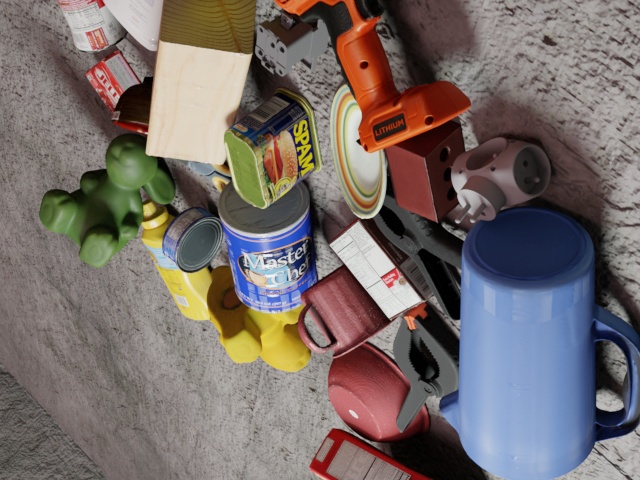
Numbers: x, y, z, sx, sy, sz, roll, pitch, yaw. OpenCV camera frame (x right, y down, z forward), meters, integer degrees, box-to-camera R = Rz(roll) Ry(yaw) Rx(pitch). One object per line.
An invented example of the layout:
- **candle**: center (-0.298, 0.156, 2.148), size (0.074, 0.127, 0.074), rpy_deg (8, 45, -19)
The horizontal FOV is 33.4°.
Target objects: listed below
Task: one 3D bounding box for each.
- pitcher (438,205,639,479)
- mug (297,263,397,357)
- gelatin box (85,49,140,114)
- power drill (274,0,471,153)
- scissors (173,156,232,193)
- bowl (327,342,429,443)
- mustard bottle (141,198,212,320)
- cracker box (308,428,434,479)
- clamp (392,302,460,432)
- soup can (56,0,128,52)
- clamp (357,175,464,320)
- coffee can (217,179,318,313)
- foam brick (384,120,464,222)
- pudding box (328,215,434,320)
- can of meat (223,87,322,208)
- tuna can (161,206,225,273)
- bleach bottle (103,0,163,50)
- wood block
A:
- **pitcher**: center (0.195, 0.092, 0.949), size (0.145, 0.149, 0.243), rpy_deg (47, 155, 44)
- **mug**: center (0.022, 0.079, 1.198), size (0.081, 0.117, 0.093), rpy_deg (56, 151, 0)
- **gelatin box**: center (-0.258, -0.193, 1.374), size (0.089, 0.030, 0.073), rpy_deg (56, 153, -12)
- **power drill**: center (0.049, -0.176, 0.869), size (0.185, 0.057, 0.187), rpy_deg (-19, 97, 57)
- **scissors**: center (-0.153, -0.107, 1.339), size (0.202, 0.016, 0.096), rpy_deg (35, 148, 28)
- **bowl**: center (0.061, 0.204, 1.359), size (0.162, 0.055, 0.162), rpy_deg (38, 151, 25)
- **mustard bottle**: center (-0.209, 0.024, 1.542), size (0.096, 0.058, 0.191), rpy_deg (13, 136, 52)
- **cracker box**: center (0.114, 0.328, 1.361), size (0.214, 0.072, 0.164), rpy_deg (19, 165, 45)
- **clamp**: center (0.126, 0.161, 1.214), size (0.165, 0.036, 0.210), rpy_deg (2, 125, 45)
- **soup can**: center (-0.273, -0.279, 1.245), size (0.069, 0.068, 0.102), rpy_deg (25, 145, 41)
- **clamp**: center (0.102, 0.005, 1.061), size (0.171, 0.039, 0.120), rpy_deg (47, 149, 22)
- **coffee can**: center (-0.058, 0.002, 1.231), size (0.103, 0.102, 0.140), rpy_deg (34, 149, 30)
- **foam brick**: center (0.097, -0.067, 0.961), size (0.051, 0.053, 0.078), rpy_deg (26, 146, 40)
- **pudding box**: center (0.069, 0.024, 1.136), size (0.113, 0.039, 0.090), rpy_deg (52, 154, 1)
- **can of meat**: center (-0.051, -0.095, 1.119), size (0.058, 0.083, 0.102), rpy_deg (31, 147, 34)
- **tuna can**: center (-0.169, -0.001, 1.419), size (0.034, 0.086, 0.086), rpy_deg (34, 149, 32)
- **bleach bottle**: center (-0.149, -0.292, 1.047), size (0.102, 0.068, 0.251), rpy_deg (46, 151, 1)
- **wood block**: center (-0.125, -0.172, 1.096), size (0.090, 0.091, 0.206), rpy_deg (7, 152, -10)
